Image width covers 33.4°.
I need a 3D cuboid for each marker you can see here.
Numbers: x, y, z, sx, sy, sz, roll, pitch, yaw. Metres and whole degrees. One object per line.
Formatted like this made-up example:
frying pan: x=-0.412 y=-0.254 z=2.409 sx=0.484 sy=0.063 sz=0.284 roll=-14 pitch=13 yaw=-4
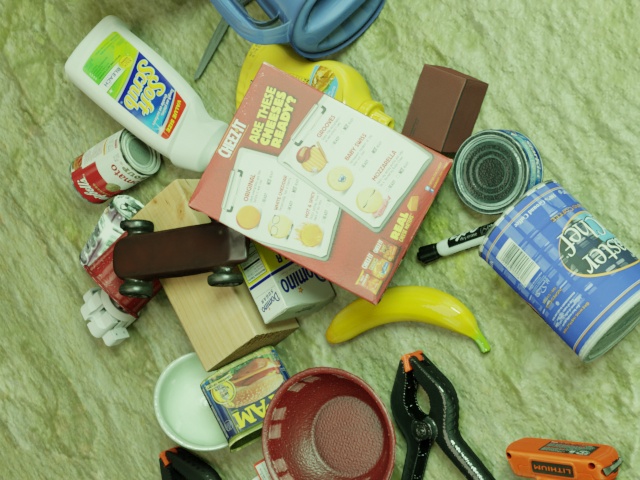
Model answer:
marker: x=0.150 y=0.000 z=1.089 sx=0.121 sy=0.020 sz=0.020 roll=-20 pitch=82 yaw=35

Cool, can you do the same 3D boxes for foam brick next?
foam brick: x=0.125 y=-0.133 z=1.075 sx=0.053 sy=0.051 sz=0.078 roll=29 pitch=110 yaw=31

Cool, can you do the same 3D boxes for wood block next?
wood block: x=-0.125 y=0.038 z=1.244 sx=0.090 sy=0.090 sz=0.206 roll=-38 pitch=73 yaw=29

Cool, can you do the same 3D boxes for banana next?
banana: x=0.085 y=0.082 z=1.132 sx=0.198 sy=0.037 sz=0.069 roll=1 pitch=93 yaw=36

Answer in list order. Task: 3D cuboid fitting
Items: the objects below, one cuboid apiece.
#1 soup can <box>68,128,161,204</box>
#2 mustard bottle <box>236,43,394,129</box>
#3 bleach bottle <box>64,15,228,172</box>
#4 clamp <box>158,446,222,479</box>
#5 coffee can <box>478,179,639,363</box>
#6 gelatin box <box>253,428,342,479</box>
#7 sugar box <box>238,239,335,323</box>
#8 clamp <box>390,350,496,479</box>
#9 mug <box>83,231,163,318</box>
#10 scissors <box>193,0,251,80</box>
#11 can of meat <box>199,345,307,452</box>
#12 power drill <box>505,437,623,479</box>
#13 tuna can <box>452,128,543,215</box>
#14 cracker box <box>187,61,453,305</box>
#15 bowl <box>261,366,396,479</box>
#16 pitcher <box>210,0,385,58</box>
soup can: x=-0.258 y=-0.094 z=1.343 sx=0.102 sy=0.068 sz=0.068 roll=-24 pitch=80 yaw=34
mustard bottle: x=-0.002 y=-0.150 z=1.160 sx=0.192 sy=0.058 sz=0.096 roll=23 pitch=105 yaw=32
bleach bottle: x=-0.190 y=-0.166 z=1.286 sx=0.251 sy=0.068 sz=0.102 roll=37 pitch=83 yaw=21
clamp: x=-0.129 y=0.341 z=1.310 sx=0.165 sy=0.036 sz=0.210 roll=-38 pitch=72 yaw=32
coffee can: x=0.230 y=0.028 z=0.983 sx=0.140 sy=0.102 sz=0.103 roll=48 pitch=119 yaw=23
gelatin box: x=-0.022 y=0.267 z=1.216 sx=0.089 sy=0.030 sz=0.073 roll=-33 pitch=74 yaw=13
sugar box: x=-0.058 y=0.001 z=1.193 sx=0.048 sy=0.093 sz=0.176 roll=-39 pitch=73 yaw=34
clamp: x=0.110 y=0.206 z=1.126 sx=0.120 sy=0.039 sz=0.171 roll=-28 pitch=75 yaw=30
mug: x=-0.229 y=0.035 z=1.317 sx=0.093 sy=0.117 sz=0.081 roll=45 pitch=85 yaw=-5
scissors: x=-0.087 y=-0.267 z=1.237 sx=0.096 sy=0.016 sz=0.202 roll=28 pitch=110 yaw=30
can of meat: x=-0.077 y=0.180 z=1.222 sx=0.084 sy=0.102 sz=0.057 roll=60 pitch=165 yaw=19
power drill: x=0.225 y=0.290 z=1.040 sx=0.185 sy=0.057 sz=0.188 roll=-2 pitch=96 yaw=32
tuna can: x=0.174 y=-0.068 z=1.056 sx=0.086 sy=0.033 sz=0.086 roll=4 pitch=96 yaw=35
cracker box: x=0.001 y=-0.055 z=1.074 sx=0.214 sy=0.072 sz=0.164 roll=28 pitch=88 yaw=4
bowl: x=0.018 y=0.215 z=1.154 sx=0.162 sy=0.055 sz=0.162 roll=-1 pitch=88 yaw=28
pitcher: x=-0.053 y=-0.312 z=1.122 sx=0.243 sy=0.149 sz=0.145 roll=49 pitch=115 yaw=22
